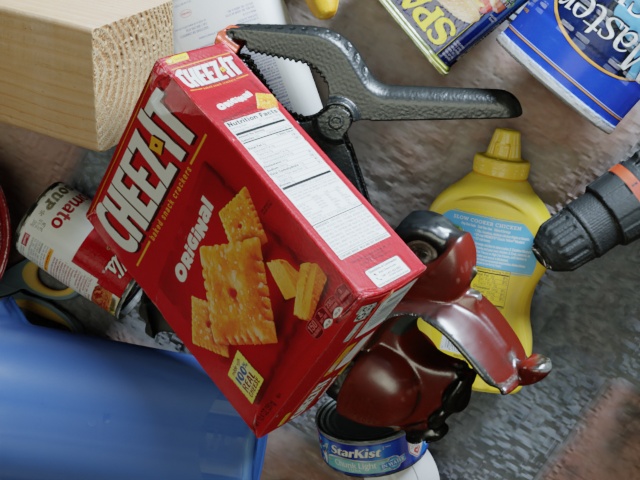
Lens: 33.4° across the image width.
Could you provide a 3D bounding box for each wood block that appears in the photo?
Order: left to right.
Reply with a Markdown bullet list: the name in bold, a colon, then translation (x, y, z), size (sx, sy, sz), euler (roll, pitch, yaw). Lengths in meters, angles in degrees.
- **wood block**: translation (-0.217, -0.142, 0.778), size (0.206, 0.090, 0.090), euler (17, 122, 23)

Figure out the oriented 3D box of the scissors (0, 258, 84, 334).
- **scissors**: translation (-0.280, 0.022, 0.902), size (0.202, 0.016, 0.096), euler (32, 105, 4)

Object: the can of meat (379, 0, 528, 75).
- **can of meat**: translation (0.088, -0.182, 0.754), size (0.084, 0.057, 0.102), euler (-40, 89, 15)

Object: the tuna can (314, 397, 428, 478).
- **tuna can**: translation (0.040, 0.146, 0.822), size (0.086, 0.086, 0.034), euler (-4, 111, 13)

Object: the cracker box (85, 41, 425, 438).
- **cracker box**: translation (-0.055, 0.001, 0.722), size (0.214, 0.071, 0.164), euler (49, 132, 16)

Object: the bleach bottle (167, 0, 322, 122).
- **bleach bottle**: translation (-0.047, -0.085, 0.804), size (0.103, 0.068, 0.251), euler (-17, 101, 15)

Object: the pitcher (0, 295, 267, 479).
- **pitcher**: translation (-0.166, 0.150, 0.841), size (0.243, 0.145, 0.149), euler (8, 131, 3)

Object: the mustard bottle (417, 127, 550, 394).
- **mustard bottle**: translation (0.121, 0.012, 0.790), size (0.096, 0.058, 0.192), euler (13, 105, 16)

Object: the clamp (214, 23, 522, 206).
- **clamp**: translation (0.023, -0.091, 0.746), size (0.210, 0.036, 0.165), euler (41, 108, -7)

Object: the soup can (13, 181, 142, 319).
- **soup can**: translation (-0.183, 0.007, 0.850), size (0.102, 0.068, 0.068), euler (33, 107, 4)

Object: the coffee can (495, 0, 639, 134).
- **coffee can**: translation (0.202, -0.156, 0.712), size (0.103, 0.102, 0.140), euler (40, 107, 1)
